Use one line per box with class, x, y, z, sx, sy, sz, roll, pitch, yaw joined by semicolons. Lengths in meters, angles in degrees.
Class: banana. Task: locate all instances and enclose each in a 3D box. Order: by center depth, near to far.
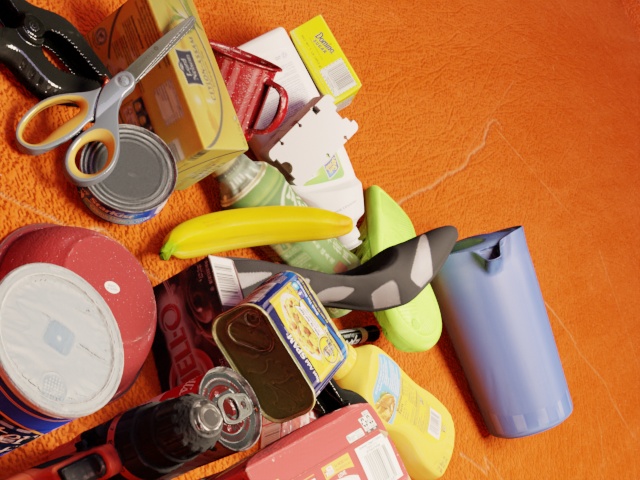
banana;-0.068;-0.006;1.014;0.197;0.037;0.070;-11;30;-24

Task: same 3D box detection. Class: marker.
marker;0.028;0.105;1.147;0.120;0.020;0.020;-2;68;-55

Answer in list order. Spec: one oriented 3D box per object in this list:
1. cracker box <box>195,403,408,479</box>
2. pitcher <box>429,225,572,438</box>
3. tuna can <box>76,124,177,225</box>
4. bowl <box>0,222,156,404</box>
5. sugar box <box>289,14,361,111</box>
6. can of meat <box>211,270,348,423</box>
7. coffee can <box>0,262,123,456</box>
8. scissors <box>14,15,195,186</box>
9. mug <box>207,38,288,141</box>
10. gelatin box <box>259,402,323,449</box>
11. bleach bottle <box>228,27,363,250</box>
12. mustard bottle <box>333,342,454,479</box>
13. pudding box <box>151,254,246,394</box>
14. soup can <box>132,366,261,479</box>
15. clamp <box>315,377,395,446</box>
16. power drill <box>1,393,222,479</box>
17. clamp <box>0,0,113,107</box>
cracker box;-0.068;0.198;0.759;0.163;0.214;0.072;-15;77;-57
pitcher;0.218;0.111;1.308;0.149;0.145;0.243;-22;93;-54
tuna can;-0.172;-0.057;0.942;0.086;0.034;0.086;9;64;-19
bowl;-0.185;0.049;0.856;0.162;0.055;0.162;35;41;-37
sugar box;0.003;-0.198;1.236;0.093;0.048;0.176;60;1;-3
can of meat;-0.030;0.083;0.874;0.102;0.058;0.083;58;31;-6
coffee can;-0.214;0.088;0.704;0.102;0.141;0.103;34;42;-37
scissors;-0.168;-0.118;0.931;0.201;0.016;0.096;-32;80;-21
mug;-0.085;-0.145;1.068;0.117;0.081;0.093;26;14;20
gelatin box;-0.021;0.180;1.010;0.073;0.030;0.089;35;41;-36
bleach bottle;-0.029;-0.099;1.166;0.251;0.102;0.068;64;-9;-9
mustard bottle;0.062;0.165;1.113;0.191;0.058;0.096;44;38;-26
pudding box;-0.103;0.081;0.915;0.039;0.090;0.113;13;56;-52
soup can;-0.106;0.149;0.847;0.068;0.102;0.068;34;42;-37
clamp;0.015;0.174;0.998;0.171;0.039;0.120;45;37;-32
power drill;-0.172;0.160;0.688;0.187;0.185;0.057;-17;80;-48
clamp;-0.266;-0.174;0.927;0.209;0.036;0.164;40;38;-31
